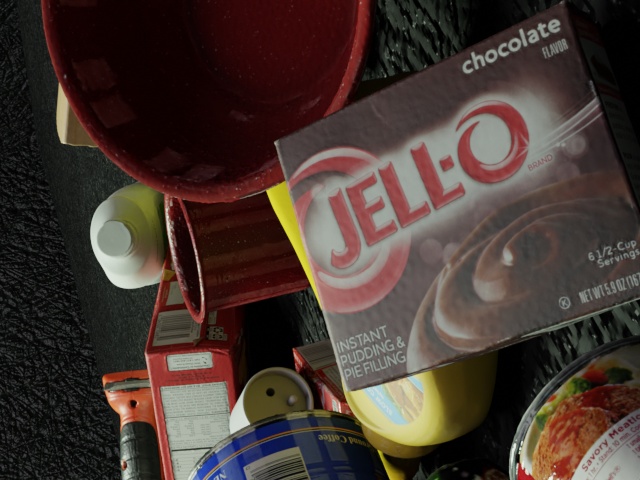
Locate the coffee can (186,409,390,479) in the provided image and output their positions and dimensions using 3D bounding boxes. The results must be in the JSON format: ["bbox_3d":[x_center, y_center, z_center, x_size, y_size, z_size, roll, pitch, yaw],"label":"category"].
[{"bbox_3d":[0.001,0.165,0.493,0.103,0.102,0.140,94,160,-43],"label":"coffee can"}]

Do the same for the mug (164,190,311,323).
[{"bbox_3d":[-0.055,0.001,0.710,0.117,0.081,0.093,165,93,-73],"label":"mug"}]

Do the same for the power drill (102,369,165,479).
[{"bbox_3d":[-0.144,0.211,0.924,0.184,0.057,0.187,84,179,-75],"label":"power drill"}]

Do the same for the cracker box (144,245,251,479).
[{"bbox_3d":[-0.088,0.131,0.870,0.164,0.072,0.214,-94,0,-62],"label":"cracker box"}]

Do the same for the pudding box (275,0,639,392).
[{"bbox_3d":[0.048,-0.010,0.342,0.114,0.039,0.090,-22,78,28],"label":"pudding box"}]

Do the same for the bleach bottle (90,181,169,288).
[{"bbox_3d":[-0.161,-0.011,0.951,0.251,0.068,0.102,-50,-52,-89],"label":"bleach bottle"}]

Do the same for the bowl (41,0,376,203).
[{"bbox_3d":[-0.037,-0.099,0.432,0.162,0.055,0.162,7,104,30],"label":"bowl"}]

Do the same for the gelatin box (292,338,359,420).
[{"bbox_3d":[0.012,0.112,0.663,0.089,0.030,0.073,-140,40,-64],"label":"gelatin box"}]

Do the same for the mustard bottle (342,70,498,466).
[{"bbox_3d":[0.041,0.031,0.461,0.096,0.058,0.192,-126,29,-43],"label":"mustard bottle"}]
